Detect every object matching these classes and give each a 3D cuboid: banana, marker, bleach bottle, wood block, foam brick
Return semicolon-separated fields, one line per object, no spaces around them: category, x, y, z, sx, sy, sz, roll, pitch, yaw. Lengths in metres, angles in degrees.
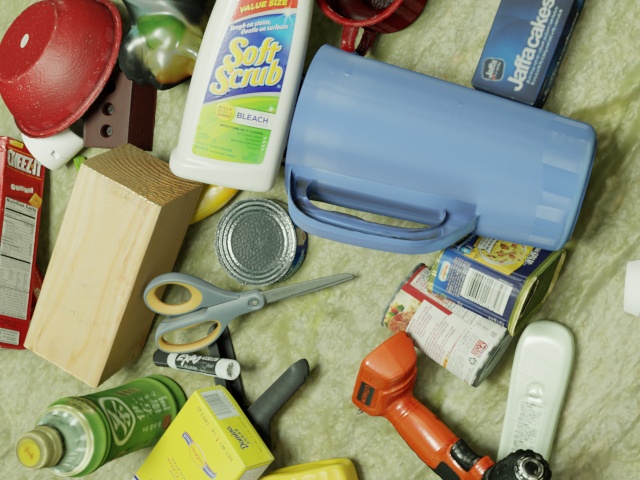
banana;-0.172;-0.042;1.070;0.198;0.037;0.069;8;96;21
marker;-0.124;0.120;1.042;0.121;0.020;0.020;2;92;46
bleach bottle;-0.063;-0.173;0.932;0.102;0.068;0.251;11;111;-4
wood block;-0.200;0.023;1.026;0.090;0.090;0.206;28;115;10
foam brick;-0.201;-0.130;1.071;0.053;0.051;0.078;5;93;21

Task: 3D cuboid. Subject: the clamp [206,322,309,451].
clamp;-0.068;0.172;1.030;0.120;0.039;0.171;10;98;40

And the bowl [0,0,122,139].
bowl;-0.272;-0.184;1.059;0.162;0.055;0.162;-20;56;32

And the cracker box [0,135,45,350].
cracker box;-0.379;0.006;1.107;0.164;0.072;0.213;-3;77;24

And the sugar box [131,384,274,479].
sugar box;-0.124;0.230;1.023;0.093;0.048;0.176;52;121;27

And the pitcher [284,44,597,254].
pitcher;0.095;-0.063;0.884;0.243;0.145;0.149;15;101;10

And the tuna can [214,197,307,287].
tuna can;-0.057;0.001;1.028;0.086;0.033;0.086;0;91;21

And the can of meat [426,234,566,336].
can of meat;0.150;0.027;0.911;0.084;0.101;0.057;26;121;21

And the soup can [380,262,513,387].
soup can;0.113;0.075;0.945;0.102;0.068;0.068;34;103;17

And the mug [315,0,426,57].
mug;0.046;-0.220;0.957;0.093;0.081;0.117;16;97;20

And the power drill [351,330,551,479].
power drill;0.109;0.168;0.905;0.057;0.184;0.188;-33;68;-22

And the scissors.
scissors;-0.078;0.045;0.999;0.202;0.016;0.096;-28;119;15
